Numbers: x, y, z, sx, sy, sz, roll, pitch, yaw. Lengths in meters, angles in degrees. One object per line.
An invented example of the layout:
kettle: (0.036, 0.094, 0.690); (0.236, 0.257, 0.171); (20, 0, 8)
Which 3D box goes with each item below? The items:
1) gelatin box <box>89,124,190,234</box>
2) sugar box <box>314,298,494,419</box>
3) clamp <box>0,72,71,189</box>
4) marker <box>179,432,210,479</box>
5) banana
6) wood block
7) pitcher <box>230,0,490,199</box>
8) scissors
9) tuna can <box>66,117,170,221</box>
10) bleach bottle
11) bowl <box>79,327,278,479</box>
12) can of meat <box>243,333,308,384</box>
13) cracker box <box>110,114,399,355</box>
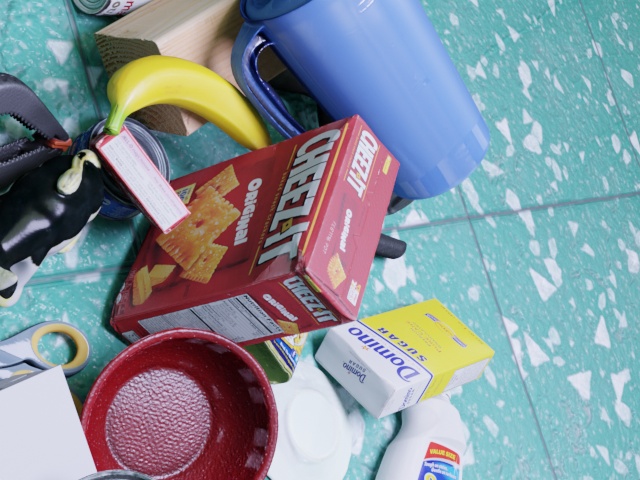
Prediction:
gelatin box: (-0.145, -0.049, 0.849); (0.030, 0.073, 0.089); (-39, 105, -9)
sugar box: (0.087, 0.113, 1.060); (0.093, 0.048, 0.175); (42, 30, 27)
clamp: (-0.265, -0.089, 0.774); (0.209, 0.036, 0.165); (-11, 124, -54)
marker: (-0.096, 0.153, 0.898); (0.020, 0.020, 0.121); (35, 49, -30)
banana: (-0.106, -0.110, 0.858); (0.197, 0.037, 0.069); (0, 93, -54)
wood block: (-0.088, -0.186, 0.960); (0.205, 0.090, 0.091); (-39, 128, -34)
pitcher: (0.041, -0.143, 0.927); (0.242, 0.149, 0.145); (51, 33, -33)
scissors: (-0.246, 0.069, 0.783); (0.201, 0.016, 0.096); (43, 49, -25)
tuna can: (-0.171, -0.062, 0.911); (0.086, 0.034, 0.086); (22, 57, -38)
bleach bottle: (0.090, 0.239, 1.021); (0.102, 0.068, 0.250); (39, 45, -27)
bowl: (-0.116, 0.146, 0.828); (0.161, 0.055, 0.162); (-1, 91, -28)
can of meat: (-0.049, 0.067, 0.945); (0.102, 0.058, 0.084); (59, 39, -40)
cracker box: (-0.056, 0.001, 0.862); (0.072, 0.214, 0.164); (46, 44, -32)
